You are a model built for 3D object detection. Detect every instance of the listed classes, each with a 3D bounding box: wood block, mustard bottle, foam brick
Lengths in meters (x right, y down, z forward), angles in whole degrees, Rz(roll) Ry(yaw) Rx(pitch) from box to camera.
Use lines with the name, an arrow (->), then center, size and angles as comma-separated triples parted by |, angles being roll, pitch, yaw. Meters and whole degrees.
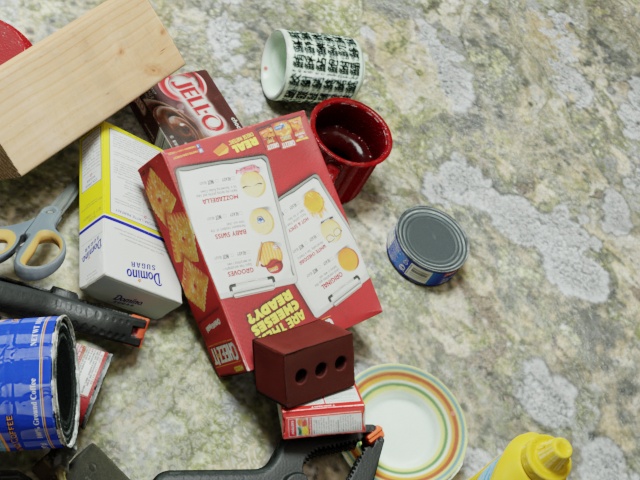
wood block -> -0.246, -0.150, 1.024 | 0.205, 0.091, 0.090 | -41, 111, -28
mustard bottle -> 0.159, 0.215, 0.917 | 0.058, 0.192, 0.096 | 43, 51, 10
foam brick -> -0.014, 0.108, 0.944 | 0.078, 0.053, 0.051 | -15, 19, -35

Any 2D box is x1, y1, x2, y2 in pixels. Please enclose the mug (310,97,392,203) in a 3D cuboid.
mug -> 0.016, -0.084, 1.141 | 0.093, 0.082, 0.117 | 25, 50, -5

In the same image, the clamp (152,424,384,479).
clamp -> -0.032, 0.217, 0.929 | 0.164, 0.036, 0.209 | 45, 59, 11

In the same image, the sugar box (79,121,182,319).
sugar box -> -0.182, -0.019, 1.016 | 0.093, 0.048, 0.176 | 26, 46, -40

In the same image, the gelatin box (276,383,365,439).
gelatin box -> -0.002, 0.147, 0.962 | 0.073, 0.030, 0.089 | -4, 14, -6

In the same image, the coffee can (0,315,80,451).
coffee can -> -0.262, 0.112, 0.814 | 0.140, 0.103, 0.103 | -3, 56, -3

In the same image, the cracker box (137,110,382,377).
cracker box -> -0.057, 0.001, 1.015 | 0.163, 0.072, 0.214 | -21, 89, -33

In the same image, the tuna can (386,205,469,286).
tuna can -> 0.115, 0.006, 1.151 | 0.086, 0.034, 0.086 | 11, 53, -16

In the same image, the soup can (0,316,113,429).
soup can -> -0.236, 0.111, 0.903 | 0.102, 0.069, 0.068 | 21, 51, -8

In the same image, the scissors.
scissors -> -0.268, -0.018, 0.977 | 0.096, 0.016, 0.202 | -1, 28, -8

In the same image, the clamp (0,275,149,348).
clamp -> -0.231, 0.059, 0.923 | 0.171, 0.120, 0.039 | 16, 93, -14

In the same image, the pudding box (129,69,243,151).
pudding box -> -0.139, -0.126, 1.132 | 0.089, 0.039, 0.113 | -18, 65, -32
